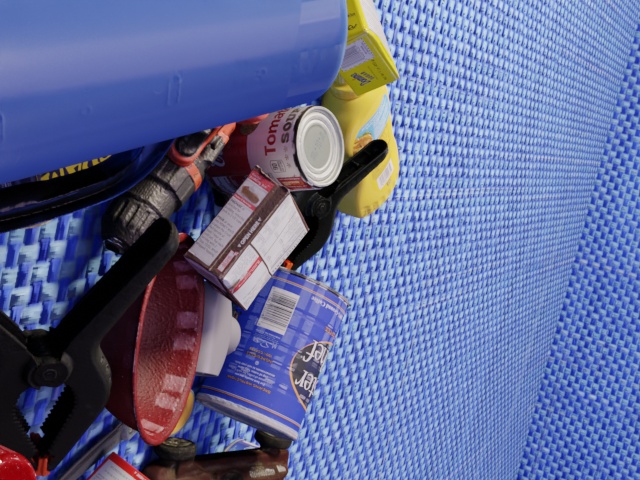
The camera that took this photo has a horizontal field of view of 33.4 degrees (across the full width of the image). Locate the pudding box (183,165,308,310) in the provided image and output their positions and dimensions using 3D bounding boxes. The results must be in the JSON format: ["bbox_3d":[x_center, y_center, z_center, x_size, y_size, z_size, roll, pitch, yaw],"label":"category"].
[{"bbox_3d":[-0.056,0.001,0.847,0.090,0.039,0.113,-53,167,-9],"label":"pudding box"}]

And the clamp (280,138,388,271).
[{"bbox_3d":[0.000,-0.042,1.052,0.120,0.039,0.171,9,111,-37],"label":"clamp"}]

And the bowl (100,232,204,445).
[{"bbox_3d":[-0.137,0.071,0.809,0.162,0.055,0.162,7,90,-81],"label":"bowl"}]

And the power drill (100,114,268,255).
[{"bbox_3d":[-0.081,-0.085,0.745,0.188,0.057,0.184,-33,-155,59],"label":"power drill"}]

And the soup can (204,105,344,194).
[{"bbox_3d":[-0.040,-0.074,0.878,0.068,0.102,0.068,1,88,-53],"label":"soup can"}]

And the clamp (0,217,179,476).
[{"bbox_3d":[-0.190,0.073,0.692,0.164,0.036,0.210,1,126,-29],"label":"clamp"}]

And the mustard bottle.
[{"bbox_3d":[0.039,-0.116,1.113,0.096,0.058,0.191,-55,152,-28],"label":"mustard bottle"}]

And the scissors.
[{"bbox_3d":[-0.158,0.166,0.906,0.201,0.016,0.096,-52,150,-41],"label":"scissors"}]

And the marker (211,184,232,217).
[{"bbox_3d":[-0.084,-0.007,0.952,0.020,0.020,0.121,-48,147,-46],"label":"marker"}]

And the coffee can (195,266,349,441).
[{"bbox_3d":[-0.045,0.106,1.013,0.140,0.103,0.102,-68,157,-14],"label":"coffee can"}]

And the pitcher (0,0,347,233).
[{"bbox_3d":[-0.112,-0.097,0.560,0.242,0.149,0.145,-15,88,-31],"label":"pitcher"}]
